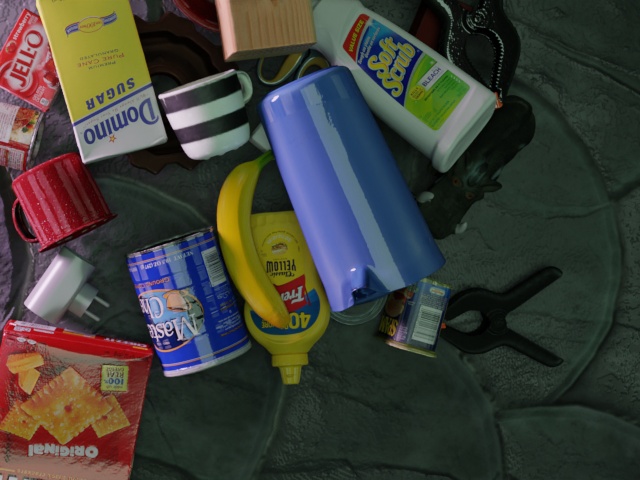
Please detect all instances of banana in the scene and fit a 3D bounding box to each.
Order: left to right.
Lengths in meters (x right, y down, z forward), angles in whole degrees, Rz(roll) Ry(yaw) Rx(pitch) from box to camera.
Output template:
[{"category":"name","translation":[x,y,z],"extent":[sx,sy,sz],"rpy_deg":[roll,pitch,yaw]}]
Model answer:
[{"category":"banana","translation":[-0.076,0.000,1.158],"extent":[0.070,0.037,0.198],"rpy_deg":[-7,84,9]}]

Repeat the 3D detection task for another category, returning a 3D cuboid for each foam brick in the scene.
[{"category":"foam brick","translation":[0.133,-0.239,1.227],"extent":[0.051,0.053,0.078],"rpy_deg":[23,89,-10]}]

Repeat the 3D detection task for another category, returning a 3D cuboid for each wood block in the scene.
[{"category":"wood block","translation":[-0.068,-0.299,1.115],"extent":[0.090,0.090,0.206],"rpy_deg":[-9,95,-10]}]

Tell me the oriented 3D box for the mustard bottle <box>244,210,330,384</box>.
[{"category":"mustard bottle","translation":[-0.038,0.064,1.195],"extent":[0.096,0.058,0.191],"rpy_deg":[-4,84,7]}]

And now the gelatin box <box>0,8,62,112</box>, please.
[{"category":"gelatin box","translation":[-0.311,-0.196,1.167],"extent":[0.073,0.030,0.089],"rpy_deg":[29,88,-10]}]

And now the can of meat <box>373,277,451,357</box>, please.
[{"category":"can of meat","translation":[0.106,0.082,1.216],"extent":[0.057,0.102,0.084],"rpy_deg":[16,88,-11]}]

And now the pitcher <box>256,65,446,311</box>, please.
[{"category":"pitcher","translation":[0.030,-0.058,1.139],"extent":[0.144,0.149,0.243],"rpy_deg":[-25,94,-20]}]

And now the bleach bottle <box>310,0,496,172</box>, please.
[{"category":"bleach bottle","translation":[0.064,-0.186,1.165],"extent":[0.251,0.068,0.102],"rpy_deg":[37,78,14]}]

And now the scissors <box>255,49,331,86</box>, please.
[{"category":"scissors","translation":[0.011,-0.241,1.226],"extent":[0.201,0.016,0.096],"rpy_deg":[-45,100,-5]}]

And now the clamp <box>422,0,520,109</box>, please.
[{"category":"clamp","translation":[0.178,-0.250,1.187],"extent":[0.164,0.036,0.210],"rpy_deg":[-20,90,-9]}]

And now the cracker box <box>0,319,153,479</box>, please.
[{"category":"cracker box","translation":[-0.283,0.207,1.172],"extent":[0.164,0.072,0.214],"rpy_deg":[11,92,-9]}]

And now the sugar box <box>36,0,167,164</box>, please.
[{"category":"sugar box","translation":[-0.227,-0.176,1.116],"extent":[0.093,0.048,0.176],"rpy_deg":[-17,95,-10]}]

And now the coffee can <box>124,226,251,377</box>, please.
[{"category":"coffee can","translation":[-0.145,0.066,1.172],"extent":[0.102,0.103,0.140],"rpy_deg":[-18,96,-8]}]

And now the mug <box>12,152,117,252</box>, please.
[{"category":"mug","translation":[-0.288,-0.039,1.158],"extent":[0.117,0.093,0.081],"rpy_deg":[-25,93,29]}]

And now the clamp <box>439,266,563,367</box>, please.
[{"category":"clamp","translation":[0.213,0.103,1.266],"extent":[0.171,0.039,0.120],"rpy_deg":[-11,90,-4]}]

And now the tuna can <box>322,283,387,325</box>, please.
[{"category":"tuna can","translation":[0.035,0.055,1.236],"extent":[0.086,0.034,0.086],"rpy_deg":[0,93,-9]}]

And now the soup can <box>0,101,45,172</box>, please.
[{"category":"soup can","translation":[-0.354,-0.118,1.145],"extent":[0.102,0.068,0.068],"rpy_deg":[14,91,-10]}]
